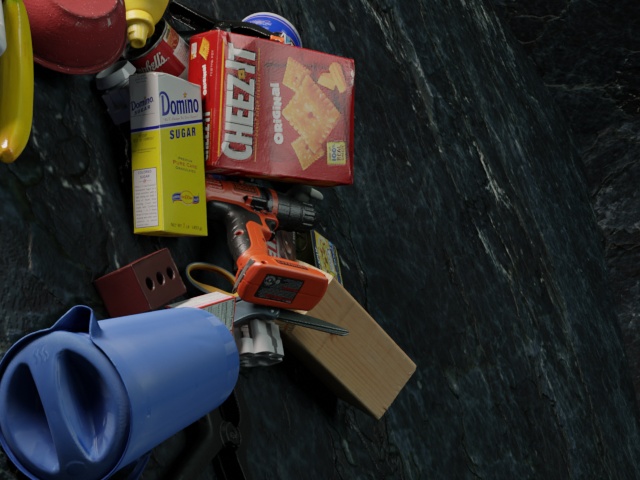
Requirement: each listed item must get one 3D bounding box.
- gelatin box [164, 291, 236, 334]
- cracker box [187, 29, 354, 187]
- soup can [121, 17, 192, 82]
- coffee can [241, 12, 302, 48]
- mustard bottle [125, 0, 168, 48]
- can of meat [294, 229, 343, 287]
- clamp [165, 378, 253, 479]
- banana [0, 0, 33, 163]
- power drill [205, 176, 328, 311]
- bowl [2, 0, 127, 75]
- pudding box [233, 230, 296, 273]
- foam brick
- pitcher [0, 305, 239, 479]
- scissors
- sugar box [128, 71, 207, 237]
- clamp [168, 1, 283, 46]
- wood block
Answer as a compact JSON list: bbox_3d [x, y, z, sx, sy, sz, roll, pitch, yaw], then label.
[{"bbox_3d":[-0.128,0.097,1.123,0.089,0.030,0.073,-16,116,-55],"label":"gelatin box"},{"bbox_3d":[-0.056,-0.156,1.305,0.213,0.072,0.164,5,85,-39],"label":"cracker box"},{"bbox_3d":[-0.183,-0.211,1.292,0.102,0.069,0.068,47,31,-39],"label":"soup can"},{"bbox_3d":[-0.088,-0.241,1.471,0.102,0.103,0.140,56,26,-22],"label":"coffee can"},{"bbox_3d":[-0.220,-0.306,1.262,0.058,0.096,0.191,35,40,-51],"label":"mustard bottle"},{"bbox_3d":[-0.014,0.035,1.439,0.083,0.058,0.102,35,40,-54],"label":"can of meat"},{"bbox_3d":[-0.110,0.209,1.108,0.164,0.036,0.210,39,34,-47],"label":"clamp"},{"bbox_3d":[-0.297,-0.153,1.020,0.069,0.037,0.198,86,-2,-70],"label":"banana"},{"bbox_3d":[-0.058,0.002,1.257,0.184,0.057,0.188,10,32,-32],"label":"power drill"},{"bbox_3d":[-0.263,-0.255,1.109,0.161,0.055,0.162,20,54,-30],"label":"bowl"},{"bbox_3d":[-0.070,0.010,1.364,0.090,0.039,0.113,41,34,-42],"label":"pudding box"},{"bbox_3d":[-0.182,0.047,1.084,0.053,0.051,0.078,65,24,-4],"label":"foam brick"},{"bbox_3d":[-0.170,0.138,0.957,0.145,0.149,0.242,54,19,9],"label":"pitcher"},{"bbox_3d":[-0.071,0.091,1.201,0.201,0.016,0.096,29,50,-3],"label":"scissors"},{"bbox_3d":[-0.168,-0.093,1.188,0.093,0.048,0.176,6,83,-64],"label":"sugar box"},{"bbox_3d":[-0.132,-0.268,1.376,0.120,0.171,0.039,-89,-170,-47],"label":"clamp"},{"bbox_3d":[0.020,0.126,1.346,0.090,0.090,0.206,-52,128,-13],"label":"wood block"}]
